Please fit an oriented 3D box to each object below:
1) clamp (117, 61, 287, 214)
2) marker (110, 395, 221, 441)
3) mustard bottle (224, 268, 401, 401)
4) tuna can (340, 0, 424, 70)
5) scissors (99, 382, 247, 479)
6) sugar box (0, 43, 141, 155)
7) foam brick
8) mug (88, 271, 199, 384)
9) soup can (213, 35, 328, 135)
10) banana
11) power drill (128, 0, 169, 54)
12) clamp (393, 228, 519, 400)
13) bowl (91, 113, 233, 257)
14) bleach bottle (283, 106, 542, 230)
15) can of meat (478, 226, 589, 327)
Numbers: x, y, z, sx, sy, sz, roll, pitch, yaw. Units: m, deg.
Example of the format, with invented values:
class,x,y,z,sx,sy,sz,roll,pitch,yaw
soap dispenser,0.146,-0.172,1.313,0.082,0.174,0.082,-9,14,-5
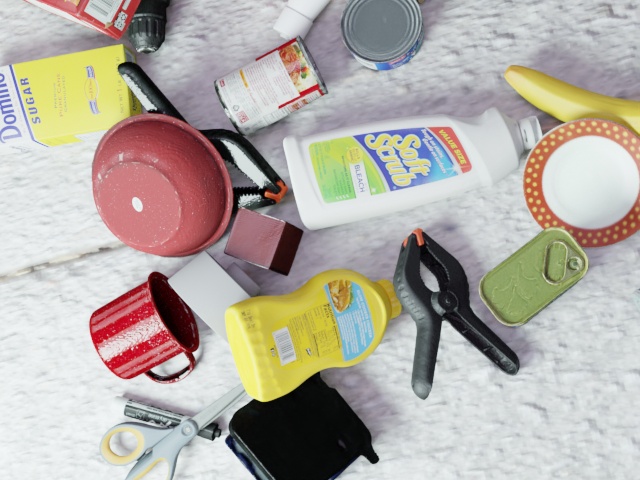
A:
class,x,y,z,sx,sy,sz,roll,pitch,yaw
clamp,-0.134,-0.091,1.112,0.210,0.036,0.165,14,118,9
marker,-0.160,0.186,1.114,0.121,0.020,0.020,13,85,13
mustard bottle,0.007,0.080,1.043,0.191,0.058,0.096,-19,98,-24
tuna can,0.065,-0.222,1.116,0.086,0.033,0.086,-2,82,12
scissors,-0.153,0.185,1.092,0.096,0.016,0.202,39,103,8
sugar box,-0.288,-0.154,1.174,0.176,0.048,0.093,-9,82,9
foam brick,-0.057,0.001,1.088,0.053,0.078,0.051,19,88,14
mug,-0.177,0.100,1.102,0.081,0.093,0.117,-28,114,11
soup can,-0.052,-0.160,1.115,0.102,0.068,0.068,-27,78,8
banana,0.274,-0.133,1.039,0.198,0.069,0.037,16,56,35
power drill,-0.125,-0.298,1.154,0.188,0.057,0.184,-4,81,11
clamp,0.111,0.073,1.041,0.120,0.039,0.171,-17,70,-35
bowl,-0.174,-0.046,1.092,0.162,0.055,0.162,7,115,16
bleach bottle,0.095,-0.087,1.077,0.251,0.068,0.102,-15,80,7
can of meat,0.205,0.038,1.024,0.102,0.084,0.057,-38,76,4
